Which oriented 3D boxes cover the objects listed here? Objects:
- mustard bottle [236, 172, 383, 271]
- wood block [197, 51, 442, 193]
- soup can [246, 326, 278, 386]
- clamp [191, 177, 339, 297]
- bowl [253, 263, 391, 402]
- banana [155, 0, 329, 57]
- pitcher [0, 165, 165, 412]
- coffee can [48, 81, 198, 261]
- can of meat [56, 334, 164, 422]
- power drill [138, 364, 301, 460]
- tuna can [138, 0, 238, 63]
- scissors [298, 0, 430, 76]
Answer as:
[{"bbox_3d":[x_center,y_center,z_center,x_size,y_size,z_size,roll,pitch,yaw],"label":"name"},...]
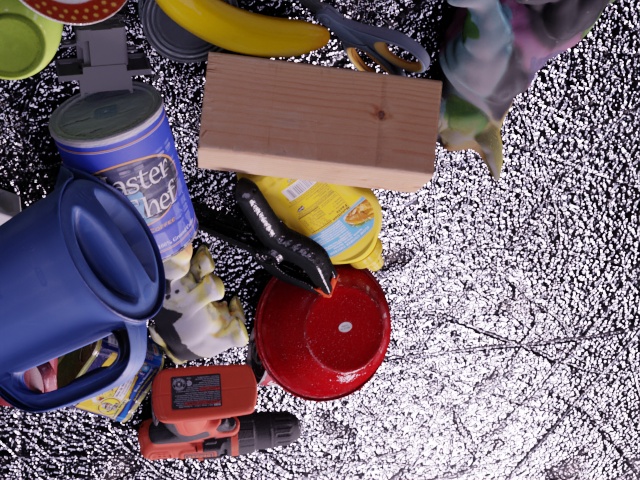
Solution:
[{"bbox_3d":[0.007,-0.030,1.083,0.096,0.058,0.191,-37,126,9],"label":"mustard bottle"},{"bbox_3d":[-0.004,-0.104,0.962,0.206,0.090,0.091,7,83,-5],"label":"wood block"},{"bbox_3d":[-0.023,0.128,1.173,0.102,0.068,0.069,7,120,-23],"label":"soup can"},{"bbox_3d":[-0.057,0.001,1.056,0.171,0.120,0.039,44,63,-30],"label":"clamp"},{"bbox_3d":[0.014,0.092,1.121,0.161,0.055,0.162,1,89,-24],"label":"bowl"},{"bbox_3d":[-0.081,-0.199,0.910,0.197,0.037,0.070,30,111,-32],"label":"banana"},{"bbox_3d":[-0.260,0.062,0.912,0.243,0.149,0.145,-27,123,21],"label":"pitcher"},{"bbox_3d":[-0.177,-0.059,0.975,0.102,0.103,0.140,-17,126,-7],"label":"coffee can"},{"bbox_3d":[-0.224,0.137,1.120,0.083,0.057,0.102,24,113,-32],"label":"can of meat"},{"bbox_3d":[-0.107,0.189,1.143,0.184,0.057,0.188,-5,153,-7],"label":"power drill"},{"bbox_3d":[-0.117,-0.202,0.942,0.086,0.034,0.086,-9,125,-13],"label":"tuna can"},{"bbox_3d":[0.024,-0.202,0.966,0.201,0.096,0.016,41,65,-36],"label":"scissors"}]
